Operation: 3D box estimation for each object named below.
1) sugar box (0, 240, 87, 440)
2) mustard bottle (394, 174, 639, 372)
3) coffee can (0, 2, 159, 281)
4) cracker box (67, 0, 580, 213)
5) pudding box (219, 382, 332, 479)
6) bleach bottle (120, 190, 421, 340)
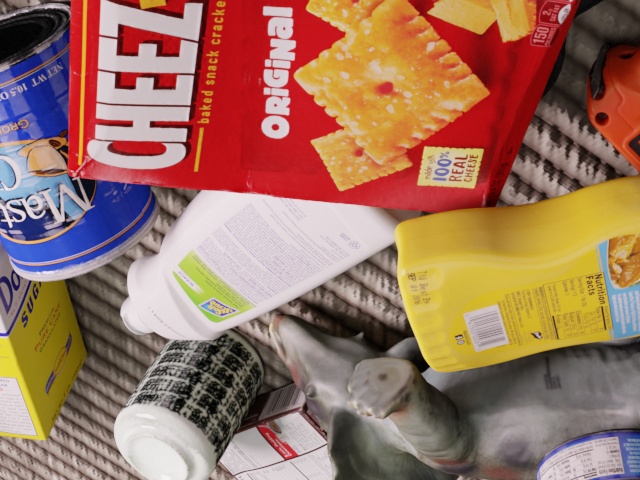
[{"bbox_3d":[-0.218,0.052,0.769,0.048,0.093,0.176,5,132,8],"label":"sugar box"},{"bbox_3d":[0.138,0.012,0.521,0.192,0.058,0.096,-12,136,12],"label":"mustard bottle"},{"bbox_3d":[-0.172,-0.060,0.661,0.103,0.102,0.140,-3,125,25],"label":"coffee can"},{"bbox_3d":[-0.003,-0.095,0.483,0.213,0.072,0.164,5,137,-10],"label":"cracker box"},{"bbox_3d":[-0.021,0.159,0.814,0.114,0.039,0.090,-26,113,38],"label":"pudding box"},{"bbox_3d":[-0.054,0.001,0.687,0.251,0.068,0.102,-30,110,40],"label":"bleach bottle"}]
